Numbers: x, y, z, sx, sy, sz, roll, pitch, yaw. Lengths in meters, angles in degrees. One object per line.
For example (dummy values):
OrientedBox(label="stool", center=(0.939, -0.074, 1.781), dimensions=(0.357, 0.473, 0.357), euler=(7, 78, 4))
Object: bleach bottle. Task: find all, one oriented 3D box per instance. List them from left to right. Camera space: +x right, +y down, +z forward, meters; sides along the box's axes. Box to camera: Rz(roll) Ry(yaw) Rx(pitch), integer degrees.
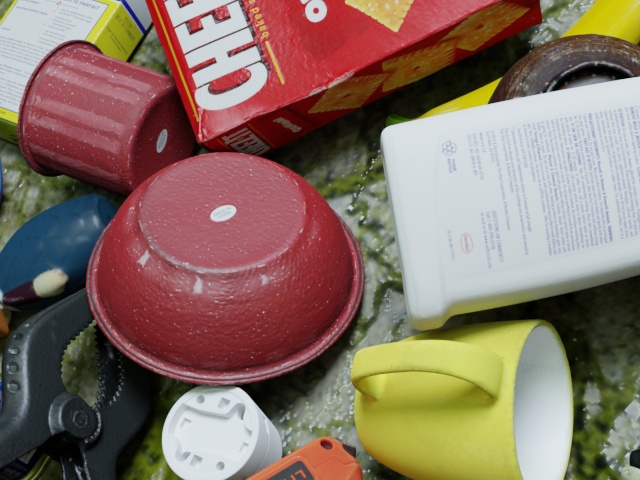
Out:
OrientedBox(label="bleach bottle", center=(0.159, -0.026, 0.504), dimensions=(0.251, 0.068, 0.102), euler=(-9, 90, 3))

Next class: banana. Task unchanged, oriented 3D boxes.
OrientedBox(label="banana", center=(0.134, -0.105, 0.634), dimensions=(0.198, 0.037, 0.070), euler=(-31, 58, 2))

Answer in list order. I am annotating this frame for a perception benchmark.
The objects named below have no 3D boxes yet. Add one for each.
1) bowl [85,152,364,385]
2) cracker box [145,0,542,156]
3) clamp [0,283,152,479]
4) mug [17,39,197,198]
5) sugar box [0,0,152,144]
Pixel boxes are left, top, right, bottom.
OrientedBox(label="bowl", center=(-0.054, 0.001, 0.601), dimensions=(0.162, 0.055, 0.162), euler=(1, 48, -1))
OrientedBox(label="cracker box", center=(0.002, -0.165, 0.645), dimensions=(0.214, 0.072, 0.164), euler=(-24, 75, 9))
OrientedBox(label="clamp", center=(-0.135, 0.113, 0.587), dimensions=(0.036, 0.164, 0.209), euler=(-28, 31, 37))
OrientedBox(label="mug", center=(-0.126, -0.079, 0.693), dimensions=(0.082, 0.093, 0.117), euler=(20, 36, 22))
OrientedBox(label="sugar box", center=(-0.180, -0.150, 0.766), dimensions=(0.093, 0.048, 0.176), euler=(21, 69, 28))
